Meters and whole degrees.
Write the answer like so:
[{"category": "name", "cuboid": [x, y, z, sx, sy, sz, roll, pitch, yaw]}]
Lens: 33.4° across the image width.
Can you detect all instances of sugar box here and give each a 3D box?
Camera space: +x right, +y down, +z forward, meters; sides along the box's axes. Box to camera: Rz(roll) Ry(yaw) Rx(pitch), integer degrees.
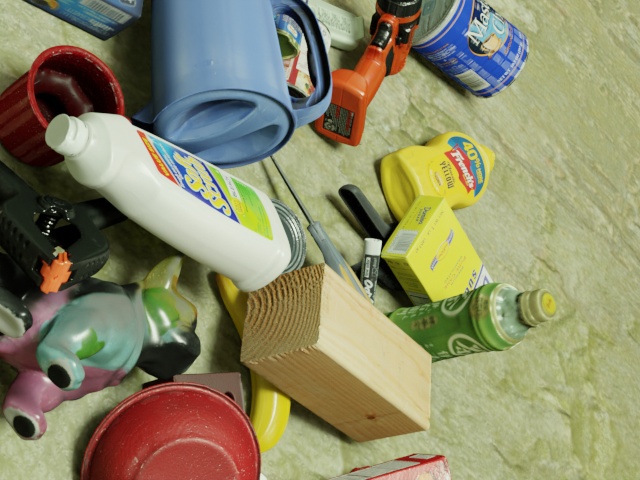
[{"category": "sugar box", "cuboid": [0.142, 0.041, 1.222, 0.093, 0.048, 0.176, -55, 128, -24]}]

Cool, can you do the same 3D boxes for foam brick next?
[{"category": "foam brick", "cuboid": [-0.116, 0.151, 0.981, 0.078, 0.051, 0.053, 3, 74, -42]}]

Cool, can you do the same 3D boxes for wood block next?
[{"category": "wood block", "cuboid": [0.020, 0.116, 1.055, 0.205, 0.091, 0.090, 42, 42, -43]}]

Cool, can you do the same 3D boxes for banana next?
[{"category": "banana", "cuboid": [-0.063, 0.122, 1.050, 0.069, 0.037, 0.198, 7, 72, -44]}]

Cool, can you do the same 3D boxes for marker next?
[{"category": "marker", "cuboid": [0.050, 0.059, 1.160, 0.020, 0.020, 0.121, -3, 103, -44]}]

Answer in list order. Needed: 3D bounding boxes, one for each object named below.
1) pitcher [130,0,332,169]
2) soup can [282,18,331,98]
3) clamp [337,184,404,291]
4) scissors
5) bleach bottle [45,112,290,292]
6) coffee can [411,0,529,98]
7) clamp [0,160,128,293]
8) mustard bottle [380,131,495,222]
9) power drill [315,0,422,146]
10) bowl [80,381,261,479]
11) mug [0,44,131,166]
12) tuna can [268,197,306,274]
[{"category": "pitcher", "cuboid": [-0.092, -0.201, 1.025, 0.149, 0.145, 0.243, 19, 53, -42]}, {"category": "soup can", "cuboid": [-0.031, -0.189, 1.163, 0.068, 0.069, 0.102, 34, 55, -31]}, {"category": "clamp", "cuboid": [0.071, 0.003, 1.210, 0.171, 0.039, 0.120, 6, 91, -45]}, {"category": "scissors", "cuboid": [-0.001, 0.000, 1.101, 0.202, 0.016, 0.096, 56, 9, -7]}, {"category": "bleach bottle", "cuboid": [-0.131, -0.039, 0.919, 0.250, 0.068, 0.102, 29, 31, -50]}, {"category": "coffee can", "cuboid": [0.183, -0.260, 1.362, 0.140, 0.103, 0.102, 30, 57, -33]}, {"category": "clamp", "cuboid": [-0.227, -0.021, 0.855, 0.164, 0.036, 0.210, 23, 17, -18]}, {"category": "mustard bottle", "cuboid": [0.156, -0.082, 1.309, 0.191, 0.058, 0.096, -23, 93, -45]}, {"category": "power drill", "cuboid": [0.061, -0.212, 1.199, 0.057, 0.184, 0.187, 24, 59, 12]}, {"category": "bowl", "cuboid": [-0.119, 0.205, 0.908, 0.162, 0.055, 0.162, -2, 97, -20]}, {"category": "mug", "cuboid": [-0.224, -0.111, 0.945, 0.117, 0.082, 0.093, 15, 66, -39]}, {"category": "tuna can", "cuboid": [-0.057, 0.001, 1.098, 0.086, 0.034, 0.086, 16, 66, -39]}]
